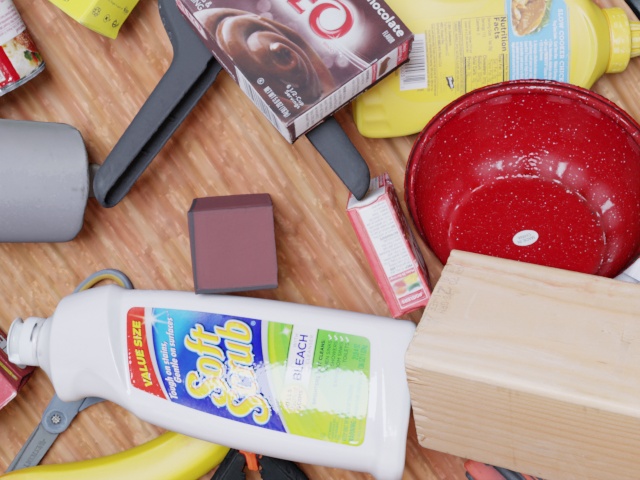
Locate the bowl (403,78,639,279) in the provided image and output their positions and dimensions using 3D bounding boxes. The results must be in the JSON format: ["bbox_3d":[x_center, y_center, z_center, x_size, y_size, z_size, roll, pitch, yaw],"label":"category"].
[{"bbox_3d":[0.126,-0.014,0.648,0.162,0.055,0.162,8,126,11],"label":"bowl"}]

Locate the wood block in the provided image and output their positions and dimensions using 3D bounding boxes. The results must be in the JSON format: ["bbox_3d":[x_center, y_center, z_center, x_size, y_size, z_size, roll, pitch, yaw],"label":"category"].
[{"bbox_3d":[0.162,0.082,0.597,0.206,0.090,0.091,11,140,23],"label":"wood block"}]

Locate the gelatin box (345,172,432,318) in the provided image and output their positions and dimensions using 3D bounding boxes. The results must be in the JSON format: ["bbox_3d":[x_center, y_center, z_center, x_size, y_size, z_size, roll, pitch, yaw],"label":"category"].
[{"bbox_3d":[0.044,0.001,0.667,0.030,0.089,0.073,-22,99,8],"label":"gelatin box"}]

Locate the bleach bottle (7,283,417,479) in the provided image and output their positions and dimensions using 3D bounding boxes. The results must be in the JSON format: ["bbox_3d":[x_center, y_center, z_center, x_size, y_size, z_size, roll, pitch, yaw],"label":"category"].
[{"bbox_3d":[-0.069,0.084,0.659,0.251,0.068,0.102,6,80,5],"label":"bleach bottle"}]

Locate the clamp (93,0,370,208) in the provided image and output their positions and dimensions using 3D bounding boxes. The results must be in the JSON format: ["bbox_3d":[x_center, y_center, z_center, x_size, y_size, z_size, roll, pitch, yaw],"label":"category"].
[{"bbox_3d":[-0.043,-0.115,0.641,0.164,0.036,0.210,6,79,9],"label":"clamp"}]

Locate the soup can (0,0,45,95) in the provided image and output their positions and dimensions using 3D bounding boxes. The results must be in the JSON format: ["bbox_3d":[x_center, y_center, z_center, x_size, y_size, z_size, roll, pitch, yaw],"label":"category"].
[{"bbox_3d":[-0.219,-0.135,0.637,0.068,0.068,0.102,-24,113,1],"label":"soup can"}]

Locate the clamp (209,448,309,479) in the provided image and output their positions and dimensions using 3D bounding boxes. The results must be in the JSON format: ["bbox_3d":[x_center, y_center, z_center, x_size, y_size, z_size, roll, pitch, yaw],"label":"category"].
[{"bbox_3d":[-0.028,0.205,0.712,0.120,0.039,0.171,0,113,-10],"label":"clamp"}]

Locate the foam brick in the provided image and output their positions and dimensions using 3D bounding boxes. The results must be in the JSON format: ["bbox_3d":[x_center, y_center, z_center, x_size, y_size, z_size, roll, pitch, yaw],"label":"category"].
[{"bbox_3d":[-0.054,0.001,0.670,0.051,0.078,0.053,-5,99,-4],"label":"foam brick"}]

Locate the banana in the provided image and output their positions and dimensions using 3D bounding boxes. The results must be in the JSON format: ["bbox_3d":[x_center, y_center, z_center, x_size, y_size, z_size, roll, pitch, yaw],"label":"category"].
[{"bbox_3d":[-0.116,0.138,0.705,0.197,0.037,0.069,-30,91,-4],"label":"banana"}]

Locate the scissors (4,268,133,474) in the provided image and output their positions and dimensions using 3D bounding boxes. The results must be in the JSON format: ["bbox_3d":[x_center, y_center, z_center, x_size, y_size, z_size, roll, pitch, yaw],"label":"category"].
[{"bbox_3d":[-0.155,0.118,0.715,0.096,0.016,0.202,20,97,-5],"label":"scissors"}]

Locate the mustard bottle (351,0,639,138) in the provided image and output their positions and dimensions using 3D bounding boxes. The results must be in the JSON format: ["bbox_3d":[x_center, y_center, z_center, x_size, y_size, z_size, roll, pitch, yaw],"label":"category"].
[{"bbox_3d":[0.114,-0.119,0.667,0.191,0.058,0.096,-5,106,-1],"label":"mustard bottle"}]

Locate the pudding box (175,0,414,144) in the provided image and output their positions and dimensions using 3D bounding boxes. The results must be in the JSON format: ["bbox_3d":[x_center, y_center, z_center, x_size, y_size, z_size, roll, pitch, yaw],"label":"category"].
[{"bbox_3d":[-0.017,-0.123,0.602,0.090,0.039,0.113,-37,78,-8],"label":"pudding box"}]
